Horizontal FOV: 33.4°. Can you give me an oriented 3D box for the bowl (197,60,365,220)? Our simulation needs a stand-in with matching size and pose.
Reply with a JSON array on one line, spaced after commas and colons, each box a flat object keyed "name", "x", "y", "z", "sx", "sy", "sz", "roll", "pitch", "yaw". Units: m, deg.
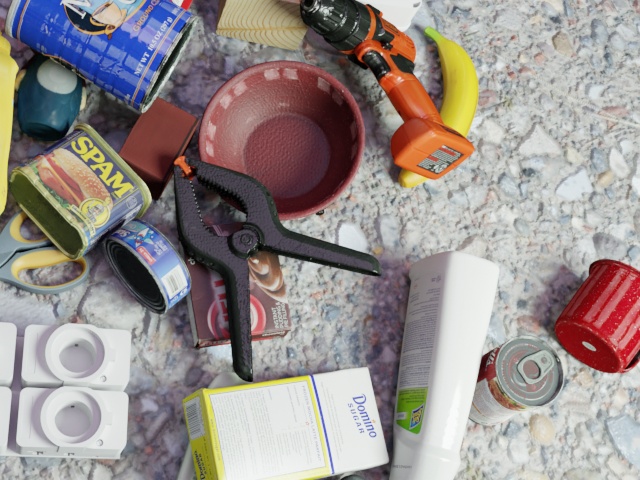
[{"name": "bowl", "x": -0.036, "y": -0.091, "z": 1.044, "sx": 0.162, "sy": 0.055, "sz": 0.162, "roll": -1, "pitch": 77, "yaw": 4}]

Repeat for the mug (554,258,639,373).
[{"name": "mug", "x": 0.296, "y": 0.087, "z": 1.081, "sx": 0.081, "sy": 0.093, "sz": 0.117, "roll": -48, "pitch": 125, "yaw": -21}]

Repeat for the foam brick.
[{"name": "foam brick", "x": -0.159, "y": -0.088, "z": 1.024, "sx": 0.051, "sy": 0.053, "sz": 0.078, "roll": 27, "pitch": 64, "yaw": -5}]

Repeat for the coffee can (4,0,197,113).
[{"name": "coffee can", "x": -0.197, "y": -0.194, "z": 0.964, "sx": 0.140, "sy": 0.103, "sz": 0.102, "roll": 30, "pitch": 65, "yaw": -6}]

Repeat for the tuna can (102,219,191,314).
[{"name": "tuna can", "x": -0.156, "y": 0.023, "z": 0.965, "sx": 0.033, "sy": 0.086, "sz": 0.086, "roll": -40, "pitch": 85, "yaw": -27}]

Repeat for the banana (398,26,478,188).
[{"name": "banana", "x": 0.131, "y": -0.138, "z": 1.139, "sx": 0.070, "sy": 0.037, "sz": 0.197, "roll": 7, "pitch": 65, "yaw": 9}]

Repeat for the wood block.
[{"name": "wood block", "x": -0.048, "y": -0.317, "z": 1.120, "sx": 0.090, "sy": 0.090, "sz": 0.206, "roll": 9, "pitch": 69, "yaw": -13}]

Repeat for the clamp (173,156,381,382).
[{"name": "clamp", "x": -0.056, "y": 0.001, "z": 0.979, "sx": 0.164, "sy": 0.036, "sz": 0.210, "roll": -32, "pitch": 80, "yaw": -11}]

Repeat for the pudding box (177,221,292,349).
[{"name": "pudding box", "x": -0.082, "y": 0.041, "z": 1.006, "sx": 0.090, "sy": 0.039, "sz": 0.113, "roll": -7, "pitch": 72, "yaw": -17}]

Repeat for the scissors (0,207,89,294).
[{"name": "scissors", "x": -0.311, "y": 0.011, "z": 0.962, "sx": 0.201, "sy": 0.016, "sz": 0.096, "roll": 1, "pitch": 68, "yaw": -17}]

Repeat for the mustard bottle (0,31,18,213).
[{"name": "mustard bottle", "x": -0.308, "y": -0.114, "z": 0.964, "sx": 0.058, "sy": 0.096, "sz": 0.191, "roll": 12, "pitch": 66, "yaw": -28}]

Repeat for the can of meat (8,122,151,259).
[{"name": "can of meat", "x": -0.221, "y": -0.044, "z": 0.976, "sx": 0.102, "sy": 0.058, "sz": 0.083, "roll": 46, "pitch": 53, "yaw": 3}]

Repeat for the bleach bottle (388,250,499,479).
[{"name": "bleach bottle", "x": 0.105, "y": 0.140, "z": 1.003, "sx": 0.068, "sy": 0.103, "sz": 0.251, "roll": 18, "pitch": 73, "yaw": -16}]

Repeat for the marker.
[{"name": "marker", "x": -0.015, "y": -0.082, "z": 1.082, "sx": 0.020, "sy": 0.020, "sz": 0.121, "roll": -9, "pitch": 73, "yaw": -19}]

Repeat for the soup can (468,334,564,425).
[{"name": "soup can", "x": 0.177, "y": 0.135, "z": 1.013, "sx": 0.068, "sy": 0.102, "sz": 0.068, "roll": 5, "pitch": 69, "yaw": -15}]

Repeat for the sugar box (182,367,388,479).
[{"name": "sugar box", "x": -0.029, "y": 0.170, "z": 0.950, "sx": 0.175, "sy": 0.048, "sz": 0.093, "roll": -2, "pitch": 72, "yaw": -35}]

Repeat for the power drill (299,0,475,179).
[{"name": "power drill", "x": 0.067, "y": -0.156, "z": 1.049, "sx": 0.184, "sy": 0.057, "sz": 0.188, "roll": 12, "pitch": 47, "yaw": -55}]
